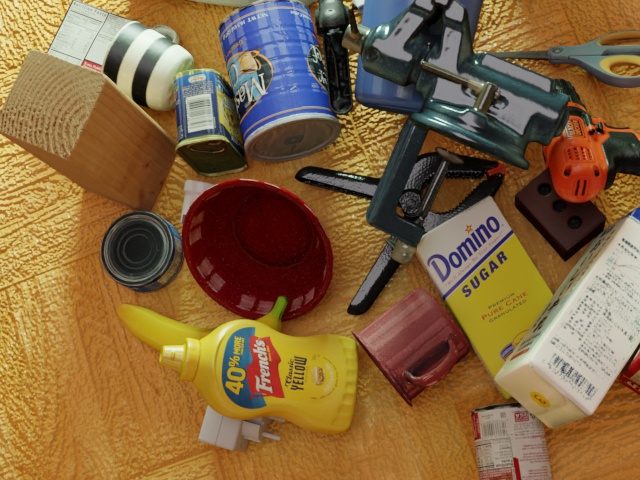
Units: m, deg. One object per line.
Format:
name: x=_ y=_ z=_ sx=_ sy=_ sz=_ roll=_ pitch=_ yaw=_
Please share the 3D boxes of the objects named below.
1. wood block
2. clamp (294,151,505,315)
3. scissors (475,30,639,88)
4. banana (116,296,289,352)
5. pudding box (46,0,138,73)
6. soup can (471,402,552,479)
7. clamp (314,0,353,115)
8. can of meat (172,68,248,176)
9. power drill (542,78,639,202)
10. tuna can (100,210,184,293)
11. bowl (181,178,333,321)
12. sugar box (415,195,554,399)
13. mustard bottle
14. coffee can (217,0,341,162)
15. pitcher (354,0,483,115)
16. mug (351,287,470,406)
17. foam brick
wood block: x=-0.233 y=-0.106 z=1.097 sx=0.091 sy=0.206 sz=0.090 roll=21 pitch=82 yaw=17
clamp: x=0.092 y=-0.022 z=1.091 sx=0.210 sy=0.036 sz=0.164 roll=-15 pitch=79 yaw=5
scissors: x=0.251 y=-0.178 z=1.081 sx=0.202 sy=0.016 sz=0.096 roll=-7 pitch=41 yaw=8
banana: x=-0.120 y=0.095 z=1.108 sx=0.198 sy=0.037 sz=0.069 roll=-4 pitch=87 yaw=18
pudding box: x=-0.263 y=-0.209 z=1.218 sx=0.090 sy=0.039 sz=0.113 roll=22 pitch=81 yaw=17
soup can: x=0.180 y=0.206 z=1.000 sx=0.068 sy=0.068 sz=0.102 roll=-9 pitch=75 yaw=11
clamp: x=0.014 y=-0.212 z=1.088 sx=0.039 sy=0.120 sz=0.171 roll=0 pitch=39 yaw=1
can of meat: x=-0.117 y=-0.125 z=1.131 sx=0.057 sy=0.102 sz=0.084 roll=-10 pitch=73 yaw=11
power drill: x=0.304 y=-0.100 z=1.025 sx=0.187 sy=0.057 sz=0.184 roll=0 pitch=39 yaw=4
tuna can: x=-0.193 y=0.012 z=1.150 sx=0.086 sy=0.033 sz=0.086 roll=-3 pitch=76 yaw=12
bowl: x=-0.057 y=0.001 z=1.087 sx=0.162 sy=0.055 sz=0.162 roll=8 pitch=119 yaw=15
sugar box: x=0.171 y=0.055 z=1.035 sx=0.093 sy=0.048 sz=0.176 roll=-32 pitch=84 yaw=1
mustard bottle: x=-0.061 y=0.127 z=1.035 sx=0.191 sy=0.058 sz=0.096 roll=12 pitch=71 yaw=-15
coffee can: x=-0.044 y=-0.167 z=1.122 sx=0.103 sy=0.102 sz=0.140 roll=-17 pitch=74 yaw=9
pitcher: x=0.101 y=-0.251 z=1.087 sx=0.145 sy=0.149 sz=0.243 roll=11 pitch=95 yaw=19
mug: x=0.094 y=0.103 z=1.025 sx=0.081 sy=0.117 sz=0.093 roll=-38 pitch=111 yaw=-3
foam brick: x=0.236 y=-0.028 z=1.051 sx=0.053 sy=0.051 sz=0.078 roll=-40 pitch=72 yaw=1
